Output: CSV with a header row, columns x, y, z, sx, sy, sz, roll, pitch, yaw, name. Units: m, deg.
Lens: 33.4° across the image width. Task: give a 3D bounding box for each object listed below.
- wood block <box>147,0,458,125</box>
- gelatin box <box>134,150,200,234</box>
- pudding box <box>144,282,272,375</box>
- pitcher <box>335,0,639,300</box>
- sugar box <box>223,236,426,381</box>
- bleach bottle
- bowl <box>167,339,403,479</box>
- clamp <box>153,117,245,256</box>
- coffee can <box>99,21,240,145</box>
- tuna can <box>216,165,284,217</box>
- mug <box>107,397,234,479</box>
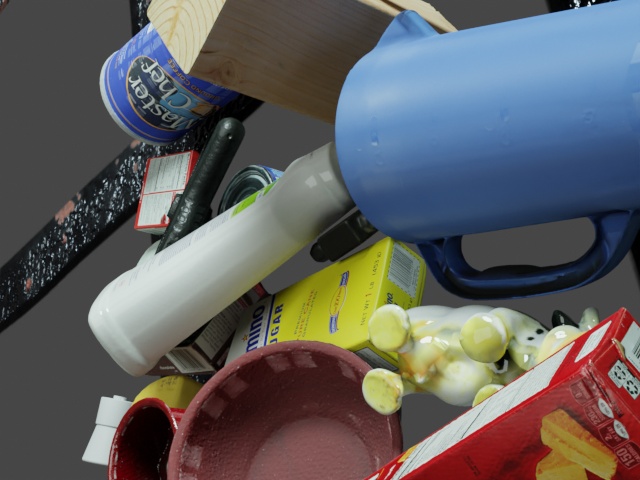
x,y,z,sx,sy,sz,roll,pitch,yaw,name
-0.002,-0.143,0.741,0.091,0.205,0.090,-58,41,22,wood block
-0.139,-0.044,1.023,0.089,0.030,0.073,-3,75,51,gelatin box
-0.105,0.071,0.905,0.114,0.039,0.090,-7,38,48,pudding box
0.137,-0.060,0.619,0.243,0.149,0.145,-4,51,47,pitcher
-0.003,0.069,0.786,0.177,0.048,0.093,-26,37,41,sugar box
-0.055,0.001,0.812,0.251,0.068,0.102,-34,14,13,bleach bottle
-0.017,0.149,0.701,0.162,0.055,0.162,-11,57,17,bowl
-0.113,-0.030,0.941,0.171,0.039,0.120,-62,4,4,clamp
-0.123,-0.161,0.981,0.141,0.102,0.103,-28,58,43,coffee can
-0.052,-0.020,0.903,0.086,0.033,0.086,-20,64,47,tuna can
-0.099,0.176,0.774,0.093,0.081,0.117,15,90,51,mug
